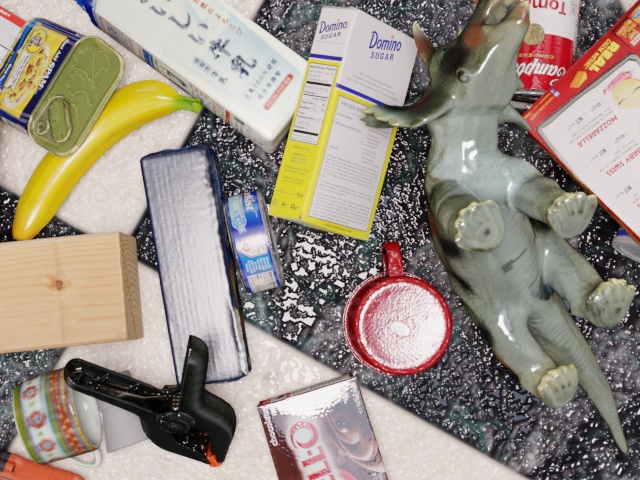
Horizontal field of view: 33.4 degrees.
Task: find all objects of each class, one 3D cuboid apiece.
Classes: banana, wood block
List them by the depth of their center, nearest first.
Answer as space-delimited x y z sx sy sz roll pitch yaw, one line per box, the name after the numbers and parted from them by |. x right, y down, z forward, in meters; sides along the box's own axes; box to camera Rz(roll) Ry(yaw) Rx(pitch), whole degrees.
-0.261 0.049 0.895 0.206 0.090 0.091 -5 86 -1 | wood block
-0.195 -0.080 0.918 0.198 0.037 0.070 -38 44 4 | banana

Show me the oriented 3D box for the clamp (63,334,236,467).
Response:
-0.111 0.130 0.861 0.120 0.171 0.039 -14 51 27 | clamp

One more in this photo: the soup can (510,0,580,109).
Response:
0.187 -0.169 0.922 0.068 0.068 0.102 6 87 -1 | soup can

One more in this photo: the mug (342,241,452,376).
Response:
0.066 0.059 0.902 0.093 0.081 0.117 -2 87 -1 | mug

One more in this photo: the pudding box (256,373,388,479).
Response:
0.004 0.180 0.917 0.090 0.039 0.113 -17 88 -1 | pudding box

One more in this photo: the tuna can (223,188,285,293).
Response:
-0.056 0.001 0.902 0.034 0.086 0.086 -14 88 0 | tuna can

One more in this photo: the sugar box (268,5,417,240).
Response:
0.020 -0.095 0.884 0.048 0.093 0.176 12 88 40 | sugar box

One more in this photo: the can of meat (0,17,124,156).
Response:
-0.228 -0.132 0.903 0.084 0.057 0.102 27 85 38 | can of meat
